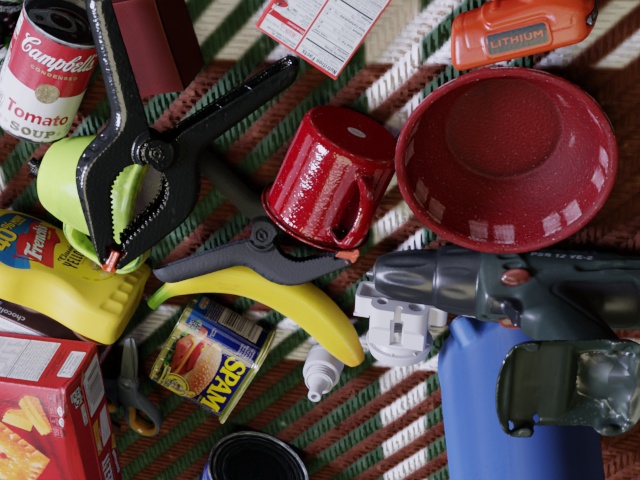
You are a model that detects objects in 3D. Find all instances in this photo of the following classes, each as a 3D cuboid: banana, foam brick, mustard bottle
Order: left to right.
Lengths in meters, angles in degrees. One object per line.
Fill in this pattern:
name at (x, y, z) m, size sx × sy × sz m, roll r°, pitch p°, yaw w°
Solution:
mustard bottle at (-0.251, 0.020, 0.935) m, size 0.191 × 0.096 × 0.058 m, roll 23°, pitch 122°, yaw -2°
foam brick at (-0.130, -0.156, 0.816) m, size 0.053 × 0.051 × 0.078 m, roll -5°, pitch 122°, yaw 18°
banana at (-0.048, 0.052, 0.936) m, size 0.197 × 0.037 × 0.070 m, roll 17°, pitch 106°, yaw -3°

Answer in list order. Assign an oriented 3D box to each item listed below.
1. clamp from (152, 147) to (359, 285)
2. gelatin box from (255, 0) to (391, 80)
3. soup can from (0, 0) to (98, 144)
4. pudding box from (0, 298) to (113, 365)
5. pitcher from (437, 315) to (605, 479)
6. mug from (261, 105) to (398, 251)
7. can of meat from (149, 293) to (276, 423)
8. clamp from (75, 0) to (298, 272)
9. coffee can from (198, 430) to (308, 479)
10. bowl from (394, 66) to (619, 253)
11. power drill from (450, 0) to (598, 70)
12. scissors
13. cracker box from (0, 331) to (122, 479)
clamp at (-0.056, 0.001, 0.893) m, size 0.171 × 0.039 × 0.120 m, roll 23°, pitch 105°, yaw 0°
gelatin box at (0.005, -0.174, 0.783) m, size 0.073 × 0.030 × 0.089 m, roll 31°, pitch 125°, yaw -9°
soup can at (-0.215, -0.135, 0.840) m, size 0.068 × 0.068 × 0.102 m, roll 29°, pitch 126°, yaw -6°
pudding box at (-0.237, 0.067, 0.968) m, size 0.113 × 0.090 × 0.039 m, roll 22°, pitch 126°, yaw -1°
pitcher at (0.168, 0.177, 0.847) m, size 0.149 × 0.242 × 0.145 m, roll 6°, pitch 123°, yaw 2°
mug at (0.014, -0.044, 0.819) m, size 0.093 × 0.117 × 0.082 m, roll 11°, pitch 124°, yaw -24°
can of meat at (-0.101, 0.106, 0.981) m, size 0.084 × 0.057 × 0.102 m, roll 30°, pitch 124°, yaw -4°
clamp at (-0.132, -0.078, 0.791) m, size 0.164 × 0.036 × 0.210 m, roll 25°, pitch 102°, yaw -24°
coffee can at (-0.082, 0.273, 1.059) m, size 0.103 × 0.102 × 0.140 m, roll 23°, pitch 125°, yaw -2°
bowl at (0.138, -0.069, 0.799) m, size 0.162 × 0.055 × 0.162 m, roll 4°, pitch 127°, yaw 6°
power drill at (0.100, -0.212, 0.717) m, size 0.185 × 0.057 × 0.187 m, roll -9°, pitch 121°, yaw 23°
scissors at (-0.197, 0.130, 1.005) m, size 0.096 × 0.016 × 0.202 m, roll 16°, pitch 147°, yaw 16°
cracker box at (-0.296, 0.163, 0.946) m, size 0.214 × 0.072 × 0.164 m, roll 5°, pitch 124°, yaw 11°
